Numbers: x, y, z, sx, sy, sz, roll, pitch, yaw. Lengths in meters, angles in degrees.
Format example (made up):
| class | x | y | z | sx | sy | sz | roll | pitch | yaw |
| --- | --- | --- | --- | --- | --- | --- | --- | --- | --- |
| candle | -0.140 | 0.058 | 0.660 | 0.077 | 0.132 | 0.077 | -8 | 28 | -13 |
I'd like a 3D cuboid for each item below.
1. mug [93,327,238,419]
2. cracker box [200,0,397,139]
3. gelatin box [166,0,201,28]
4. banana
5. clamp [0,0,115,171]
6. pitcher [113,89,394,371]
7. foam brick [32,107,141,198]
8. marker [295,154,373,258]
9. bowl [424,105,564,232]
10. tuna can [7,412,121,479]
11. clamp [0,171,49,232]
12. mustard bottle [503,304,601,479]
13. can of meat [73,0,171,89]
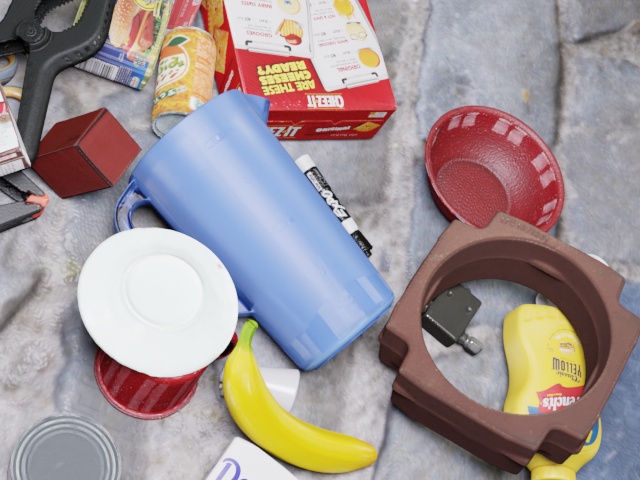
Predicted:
| class | x | y | z | sx | sy | sz | roll | pitch | yaw |
| --- | --- | --- | --- | --- | --- | --- | --- | --- | --- |
| mug | -0.125 | 0.092 | 0.895 | 0.117 | 0.082 | 0.093 | -3 | 65 | -24 |
| cracker box | -0.030 | -0.209 | 1.102 | 0.164 | 0.072 | 0.214 | -4 | 66 | -24 |
| gelatin box | -0.143 | -0.271 | 1.085 | 0.030 | 0.073 | 0.089 | -4 | 65 | -25 |
| banana | -0.025 | 0.151 | 0.896 | 0.197 | 0.069 | 0.037 | 50 | 4 | -34 |
| clamp | -0.252 | -0.168 | 0.954 | 0.209 | 0.036 | 0.164 | -41 | 76 | -16 |
| pitcher | -0.056 | 0.001 | 0.953 | 0.243 | 0.149 | 0.144 | 50 | 26 | 4 |
| foam brick | -0.210 | -0.076 | 0.944 | 0.051 | 0.078 | 0.053 | 51 | 51 | -29 |
| marker | 0.013 | -0.032 | 1.057 | 0.020 | 0.020 | 0.121 | -28 | 77 | -32 |
| bowl | 0.172 | -0.060 | 1.115 | 0.162 | 0.055 | 0.162 | 10 | 61 | -18 |
| tuna can | -0.203 | 0.182 | 0.843 | 0.086 | 0.034 | 0.086 | 10 | 61 | -18 |
| clamp | -0.323 | -0.039 | 0.909 | 0.171 | 0.039 | 0.120 | 20 | 70 | -15 |
| mustard bottle | 0.221 | 0.160 | 1.018 | 0.096 | 0.058 | 0.191 | 18 | 59 | -19 |
| can of meat | -0.197 | -0.204 | 1.038 | 0.083 | 0.058 | 0.102 | 19 | 58 | -15 |
